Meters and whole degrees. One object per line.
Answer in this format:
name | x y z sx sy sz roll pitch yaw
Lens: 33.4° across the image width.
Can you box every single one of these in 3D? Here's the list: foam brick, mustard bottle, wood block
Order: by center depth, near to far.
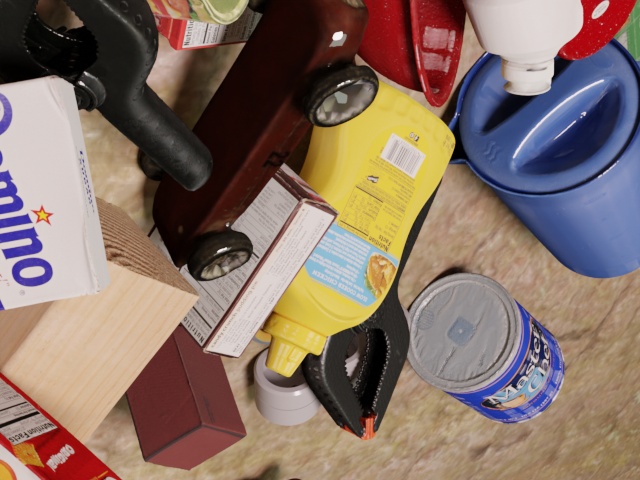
wood block | -0.176 0.074 0.590 0.206 0.091 0.090 -52 145 7
mustard bottle | 0.012 -0.003 0.686 0.096 0.058 0.191 29 82 -38
foam brick | -0.093 0.104 0.708 0.051 0.078 0.052 -33 149 18

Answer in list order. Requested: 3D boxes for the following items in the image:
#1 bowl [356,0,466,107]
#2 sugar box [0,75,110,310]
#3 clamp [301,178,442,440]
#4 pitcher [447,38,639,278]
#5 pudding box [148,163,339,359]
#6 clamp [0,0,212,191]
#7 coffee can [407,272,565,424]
bowl | 0.043 -0.154 0.584 0.162 0.055 0.162 4 90 -73
sugar box | -0.183 -0.008 0.442 0.176 0.048 0.093 -11 94 -3
clamp | 0.018 0.046 0.765 0.164 0.036 0.210 -6 107 -38
pitcher | 0.211 -0.057 0.828 0.145 0.149 0.242 -58 149 -4
pudding box | -0.054 0.001 0.645 0.039 0.090 0.113 17 111 -52
clamp | -0.122 -0.074 0.492 0.120 0.039 0.171 -8 145 1
coffee can | 0.147 0.098 0.941 0.103 0.103 0.140 -49 145 3
